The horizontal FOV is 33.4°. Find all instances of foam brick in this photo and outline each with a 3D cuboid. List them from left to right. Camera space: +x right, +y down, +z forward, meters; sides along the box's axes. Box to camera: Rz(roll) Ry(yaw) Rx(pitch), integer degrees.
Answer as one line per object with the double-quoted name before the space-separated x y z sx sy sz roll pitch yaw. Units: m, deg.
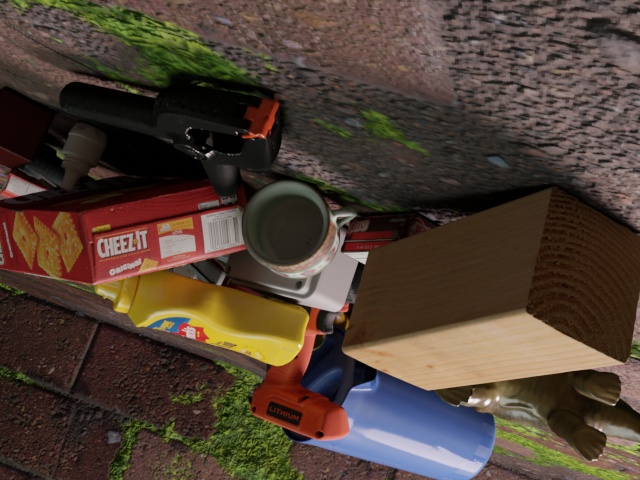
"foam brick" -0.284 -0.101 0.974 0.051 0.053 0.078 27 166 -26

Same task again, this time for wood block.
"wood block" 0.116 0.042 0.752 0.090 0.090 0.206 27 155 -24

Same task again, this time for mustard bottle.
"mustard bottle" -0.114 0.065 0.988 0.191 0.058 0.096 18 164 -17

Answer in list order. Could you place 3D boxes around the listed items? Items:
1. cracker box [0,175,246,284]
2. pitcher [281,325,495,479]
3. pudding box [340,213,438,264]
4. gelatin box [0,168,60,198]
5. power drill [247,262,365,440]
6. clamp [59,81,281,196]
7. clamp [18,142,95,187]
"cracker box" -0.191 -0.016 0.988 0.163 0.072 0.214 -14 -168 -37
"pitcher" 0.075 0.198 1.225 0.242 0.145 0.149 26 -168 -30
"pudding box" 0.087 0.016 0.900 0.113 0.039 0.090 30 165 -28
"gelatin box" -0.320 -0.060 1.213 0.073 0.030 0.089 24 -171 -15
"power drill" 0.004 0.098 1.060 0.185 0.188 0.057 13 -174 38
"clamp" -0.083 -0.075 0.785 0.164 0.036 0.210 30 165 -35
"clamp" -0.294 -0.083 1.107 0.120 0.039 0.171 14 162 47
